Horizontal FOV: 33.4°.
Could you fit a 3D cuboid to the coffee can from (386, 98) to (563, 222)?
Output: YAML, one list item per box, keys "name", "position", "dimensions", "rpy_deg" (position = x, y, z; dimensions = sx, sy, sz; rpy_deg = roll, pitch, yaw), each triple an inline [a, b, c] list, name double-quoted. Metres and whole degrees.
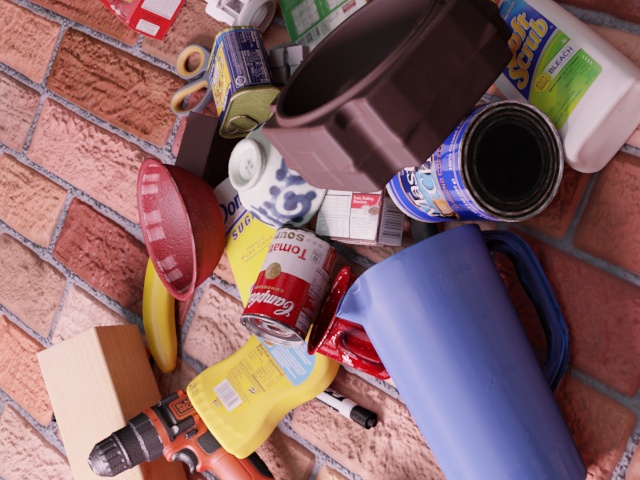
- name: "coffee can"
  position: [0.132, -0.067, 0.946]
  dimensions: [0.140, 0.102, 0.103]
  rpy_deg: [-178, 97, -67]

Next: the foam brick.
- name: "foam brick"
  position: [-0.127, -0.104, 1.229]
  dimensions: [0.051, 0.052, 0.078]
  rpy_deg: [21, 95, 39]

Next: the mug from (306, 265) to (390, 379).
- name: "mug"
  position: [0.042, 0.087, 1.012]
  dimensions: [0.117, 0.081, 0.093]
  rpy_deg: [-85, 20, -66]

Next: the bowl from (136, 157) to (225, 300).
- name: "bowl"
  position: [-0.149, -0.018, 1.180]
  dimensions: [0.162, 0.055, 0.162]
  rpy_deg: [38, 135, 50]

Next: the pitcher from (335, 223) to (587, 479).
- name: "pitcher"
  position: [0.137, 0.112, 0.920]
  dimensions: [0.149, 0.144, 0.243]
  rpy_deg: [-31, 79, 26]

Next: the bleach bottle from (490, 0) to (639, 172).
- name: "bleach bottle"
  position: [0.186, -0.174, 0.981]
  dimensions: [0.103, 0.067, 0.251]
  rpy_deg: [-55, 52, 18]

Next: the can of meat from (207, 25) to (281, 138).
- name: "can of meat"
  position: [-0.086, -0.172, 1.163]
  dimensions: [0.102, 0.057, 0.084]
  rpy_deg: [122, 136, -62]

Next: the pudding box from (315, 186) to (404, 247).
- name: "pudding box"
  position: [0.041, -0.052, 1.046]
  dimensions: [0.090, 0.039, 0.113]
  rpy_deg: [6, 87, 47]

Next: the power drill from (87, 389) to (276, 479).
- name: "power drill"
  position: [-0.125, 0.243, 1.109]
  dimensions: [0.188, 0.184, 0.057]
  rpy_deg: [51, 156, 26]

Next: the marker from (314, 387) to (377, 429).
- name: "marker"
  position: [0.011, 0.162, 1.094]
  dimensions: [0.121, 0.020, 0.020]
  rpy_deg: [24, 98, 39]

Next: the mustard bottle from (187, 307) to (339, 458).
- name: "mustard bottle"
  position: [-0.038, 0.127, 1.089]
  dimensions: [0.191, 0.058, 0.096]
  rpy_deg: [-40, 56, -1]

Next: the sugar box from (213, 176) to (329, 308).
- name: "sugar box"
  position: [-0.058, 0.001, 1.160]
  dimensions: [0.093, 0.048, 0.176]
  rpy_deg: [-37, 63, 29]

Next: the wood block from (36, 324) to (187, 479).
- name: "wood block"
  position: [-0.234, 0.207, 1.212]
  dimensions: [0.091, 0.090, 0.206]
  rpy_deg: [-25, 77, 21]

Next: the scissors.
- name: "scissors"
  position: [-0.110, -0.216, 1.254]
  dimensions: [0.202, 0.016, 0.096]
  rpy_deg: [-30, 63, 34]

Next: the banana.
- name: "banana"
  position: [-0.179, 0.053, 1.255]
  dimensions: [0.070, 0.037, 0.198]
  rpy_deg: [15, 92, 42]

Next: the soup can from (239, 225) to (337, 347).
- name: "soup can"
  position: [-0.030, 0.046, 1.053]
  dimensions: [0.069, 0.068, 0.102]
  rpy_deg: [3, 62, 39]
